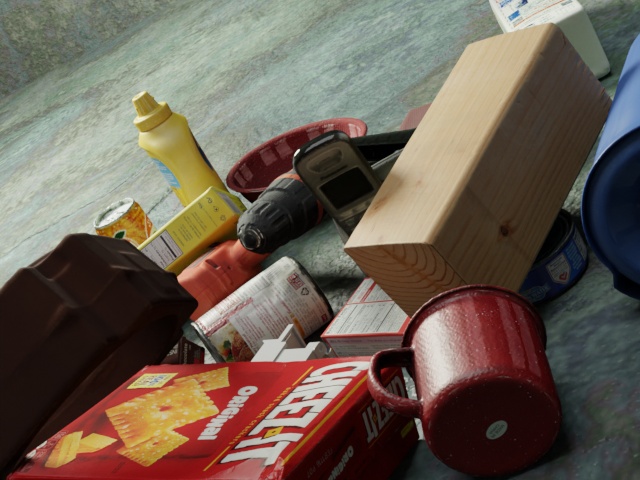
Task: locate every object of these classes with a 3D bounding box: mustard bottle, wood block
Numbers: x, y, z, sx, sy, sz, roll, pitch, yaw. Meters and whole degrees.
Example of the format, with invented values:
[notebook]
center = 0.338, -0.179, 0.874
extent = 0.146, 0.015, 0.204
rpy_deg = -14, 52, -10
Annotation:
[mustard bottle]
center = -0.144, -0.076, 1.150
extent = 0.058, 0.191, 0.096
rpy_deg = -35, 23, -6
[wood block]
center = 0.118, -0.048, 0.770
extent = 0.090, 0.090, 0.206
rpy_deg = -5, 47, 52

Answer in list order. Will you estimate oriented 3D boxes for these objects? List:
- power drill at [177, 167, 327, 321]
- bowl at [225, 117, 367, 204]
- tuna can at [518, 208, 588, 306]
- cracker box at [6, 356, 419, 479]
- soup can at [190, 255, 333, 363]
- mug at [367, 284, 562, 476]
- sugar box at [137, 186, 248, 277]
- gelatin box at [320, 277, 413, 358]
[power drill]
center = -0.056, 0.001, 0.956
extent = 0.188, 0.057, 0.184
rpy_deg = -40, -1, 36
[bowl]
center = -0.017, -0.071, 1.141
extent = 0.162, 0.055, 0.162
rpy_deg = -19, 24, 9
[tuna can]
center = 0.154, 0.013, 0.794
extent = 0.086, 0.033, 0.086
rpy_deg = -27, 23, 12
[cracker box]
center = -0.068, 0.138, 0.689
extent = 0.214, 0.072, 0.164
rpy_deg = -7, 17, 31
[soup can]
center = -0.048, 0.068, 0.897
extent = 0.102, 0.068, 0.069
rpy_deg = -36, 23, -11
[mug]
center = 0.087, 0.086, 0.645
extent = 0.117, 0.093, 0.081
rpy_deg = 4, 31, -4
[sugar box]
center = -0.151, 0.020, 1.078
extent = 0.176, 0.048, 0.093
rpy_deg = -42, -12, 7
[gelatin box]
center = 0.055, 0.060, 0.832
extent = 0.089, 0.030, 0.073
rpy_deg = -8, 33, 44
